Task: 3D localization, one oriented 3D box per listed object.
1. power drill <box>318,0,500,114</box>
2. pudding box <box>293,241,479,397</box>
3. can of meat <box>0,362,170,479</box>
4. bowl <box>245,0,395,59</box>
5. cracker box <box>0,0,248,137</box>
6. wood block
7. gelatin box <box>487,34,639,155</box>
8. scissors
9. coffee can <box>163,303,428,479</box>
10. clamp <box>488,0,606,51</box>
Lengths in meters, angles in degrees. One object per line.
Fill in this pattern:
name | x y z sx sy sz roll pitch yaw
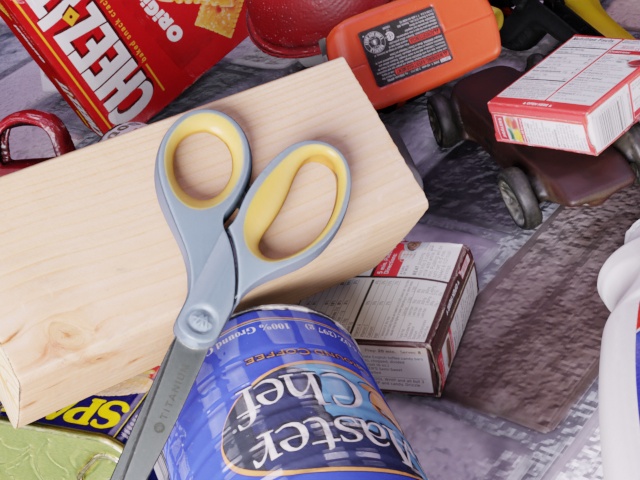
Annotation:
power drill | 0.051 -0.117 0.717 0.184 0.057 0.188 -25 2 -13
pudding box | 0.022 0.039 0.586 0.114 0.039 0.090 0 37 25
can of meat | -0.112 0.090 0.548 0.102 0.057 0.083 4 35 25
bowl | 0.000 -0.212 0.783 0.162 0.055 0.162 -19 48 22
cracker box | -0.136 -0.205 0.845 0.213 0.164 0.072 -43 41 -12
wood block | -0.066 -0.001 0.511 0.205 0.090 0.091 -24 77 -24
gelatin box | 0.154 -0.086 0.618 0.089 0.030 0.073 -37 32 -27
scissors | -0.061 0.018 0.441 0.096 0.016 0.201 38 60 5
coffee can | -0.008 0.106 0.441 0.102 0.103 0.140 -20 34 -7
clamp | 0.168 -0.195 0.794 0.039 0.120 0.172 12 4 -23
